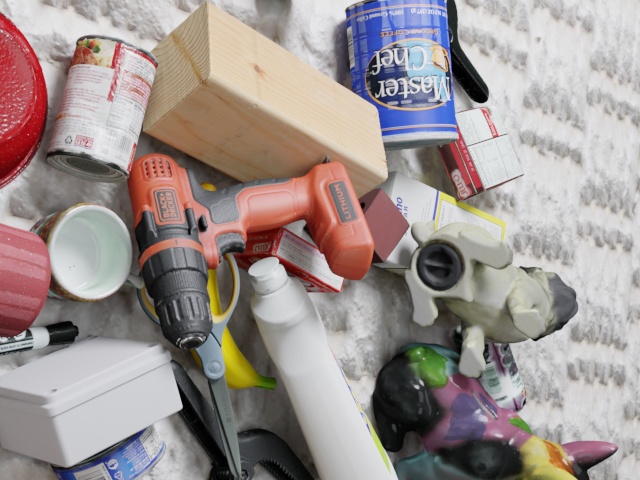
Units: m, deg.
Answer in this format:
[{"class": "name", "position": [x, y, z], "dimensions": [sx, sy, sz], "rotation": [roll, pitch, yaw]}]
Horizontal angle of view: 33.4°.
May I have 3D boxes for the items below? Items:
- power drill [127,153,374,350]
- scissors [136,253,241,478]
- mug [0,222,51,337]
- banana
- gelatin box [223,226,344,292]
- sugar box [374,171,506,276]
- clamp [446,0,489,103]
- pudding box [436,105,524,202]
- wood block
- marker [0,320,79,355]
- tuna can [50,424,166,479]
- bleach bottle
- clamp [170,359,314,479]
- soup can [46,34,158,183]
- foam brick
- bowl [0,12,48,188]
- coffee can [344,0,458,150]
[{"class": "power drill", "position": [-0.056, 0.001, 0.866], "dimensions": [0.187, 0.057, 0.184], "rotation": [-4, 54, -20]}, {"class": "scissors", "position": [-0.109, 0.099, 0.897], "dimensions": [0.096, 0.016, 0.202], "rotation": [3, 88, -13]}, {"class": "mug", "position": [-0.252, 0.036, 0.769], "dimensions": [0.081, 0.093, 0.117], "rotation": [19, 79, -44]}, {"class": "banana", "position": [-0.096, 0.051, 0.938], "dimensions": [0.069, 0.037, 0.198], "rotation": [-25, 104, -46]}, {"class": "gelatin box", "position": [-0.032, 0.020, 0.971], "dimensions": [0.089, 0.073, 0.030], "rotation": [30, 68, -36]}, {"class": "sugar box", "position": [0.118, -0.001, 1.123], "dimensions": [0.176, 0.048, 0.093], "rotation": [21, 75, -35]}, {"class": "clamp", "position": [0.117, -0.208, 1.140], "dimensions": [0.120, 0.039, 0.171], "rotation": [-35, 107, -42]}, {"class": "pudding box", "position": [0.169, -0.096, 1.150], "dimensions": [0.113, 0.039, 0.090], "rotation": [-20, 89, -54]}, {"class": "wood block", "position": [-0.046, -0.107, 0.937], "dimensions": [0.205, 0.090, 0.091], "rotation": [27, 43, -37]}, {"class": "marker", "position": [-0.241, 0.079, 0.820], "dimensions": [0.120, 0.020, 0.020], "rotation": [-8, 93, -41]}, {"class": "tuna can", "position": [-0.167, 0.166, 0.835], "dimensions": [0.086, 0.086, 0.034], "rotation": [-35, 108, -37]}, {"class": "bleach bottle", "position": [-0.003, 0.130, 0.953], "dimensions": [0.068, 0.102, 0.251], "rotation": [-23, 115, -1]}, {"class": "clamp", "position": [-0.082, 0.197, 0.940], "dimensions": [0.209, 0.036, 0.164], "rotation": [16, 73, -40]}, {"class": "soup can", "position": [-0.175, -0.104, 0.857], "dimensions": [0.068, 0.069, 0.102], "rotation": [22, 73, -38]}, {"class": "foam brick", "position": [0.034, -0.013, 1.028], "dimensions": [0.051, 0.078, 0.053], "rotation": [53, 57, -27]}, {"class": "bowl", "position": [-0.264, -0.112, 0.789], "dimensions": [0.161, 0.055, 0.162], "rotation": [4, 84, -41]}, {"class": "coffee can", "position": [0.080, -0.164, 1.062], "dimensions": [0.102, 0.103, 0.140], "rotation": [-5, 90, -41]}]
